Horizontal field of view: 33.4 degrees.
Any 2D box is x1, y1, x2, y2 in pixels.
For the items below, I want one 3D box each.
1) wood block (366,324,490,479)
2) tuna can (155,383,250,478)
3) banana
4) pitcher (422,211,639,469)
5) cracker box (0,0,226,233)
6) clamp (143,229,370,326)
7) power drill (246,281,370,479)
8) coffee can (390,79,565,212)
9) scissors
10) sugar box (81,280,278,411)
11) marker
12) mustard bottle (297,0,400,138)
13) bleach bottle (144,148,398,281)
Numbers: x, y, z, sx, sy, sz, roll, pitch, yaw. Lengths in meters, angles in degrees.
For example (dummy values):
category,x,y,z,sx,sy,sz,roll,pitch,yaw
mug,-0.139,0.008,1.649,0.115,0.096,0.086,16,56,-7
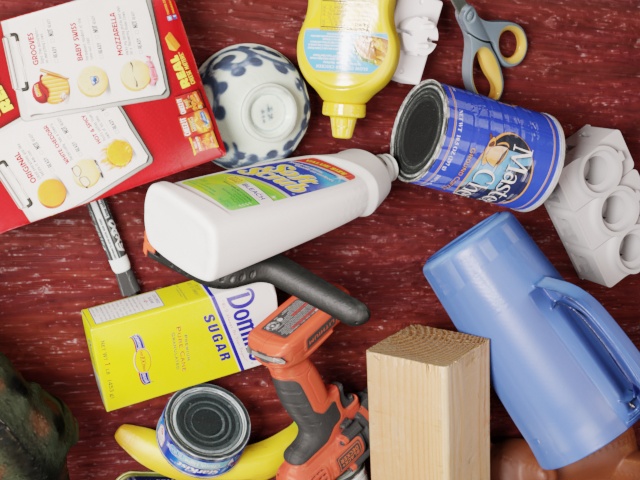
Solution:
category,x,y,z,sx,sy,sz,roll,pitch,yaw
wood block,0.107,0.198,1.043,0.090,0.091,0.206,-21,114,-50
tuna can,-0.109,0.178,1.004,0.086,0.086,0.034,2,140,-24
banana,-0.099,0.206,1.036,0.197,0.070,0.037,0,140,-25
pitcher,0.216,0.092,1.060,0.149,0.145,0.243,-35,88,14
cracker box,-0.208,-0.114,0.904,0.213,0.072,0.164,-21,98,-17
clamp,-0.057,0.001,0.993,0.210,0.164,0.036,9,133,-6
power drill,0.013,0.136,1.031,0.184,0.057,0.187,-39,125,-35
coffee can,0.154,-0.092,1.055,0.140,0.103,0.103,12,95,-24
scissors,0.157,-0.226,1.048,0.096,0.016,0.201,-39,131,-22
sugar box,-0.126,0.089,0.995,0.176,0.048,0.093,-15,119,-17
marker,-0.191,-0.002,0.971,0.020,0.020,0.121,-24,108,-17
mustard bottle,0.027,-0.191,0.992,0.096,0.058,0.192,6,99,13
bleach bottle,-0.029,-0.040,0.970,0.250,0.103,0.068,-22,130,-40
